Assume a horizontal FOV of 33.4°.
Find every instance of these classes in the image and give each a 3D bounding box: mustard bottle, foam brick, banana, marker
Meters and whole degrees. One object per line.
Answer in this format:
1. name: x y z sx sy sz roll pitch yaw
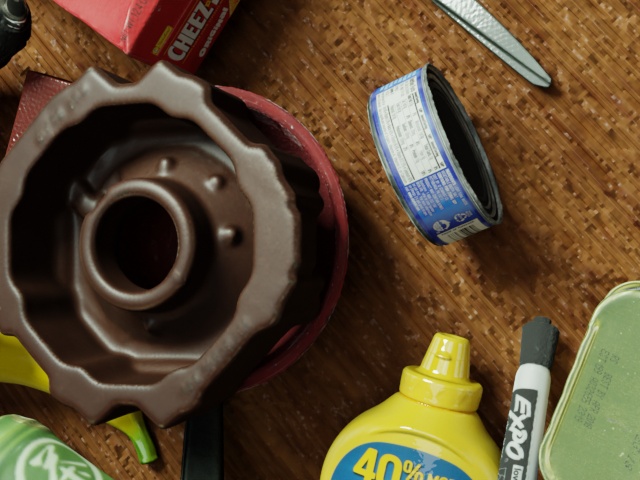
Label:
1. mustard bottle: 0.045 0.141 0.536 0.096 0.058 0.191 14 92 18
2. foam brick: -0.143 -0.051 0.613 0.053 0.051 0.078 19 95 18
3. banana: -0.184 0.080 0.631 0.198 0.037 0.069 10 91 20
4. marker: 0.098 0.091 0.512 0.020 0.020 0.121 5 60 20

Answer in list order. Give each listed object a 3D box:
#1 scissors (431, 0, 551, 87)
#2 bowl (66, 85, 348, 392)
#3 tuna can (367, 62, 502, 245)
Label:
1. scissors: 0.031 -0.140 0.573 0.096 0.016 0.202 -33 77 17
2. bowl: -0.054 0.001 0.577 0.162 0.055 0.162 -1 88 20
3. tuna can: 0.057 -0.041 0.524 0.034 0.086 0.086 -24 80 19
